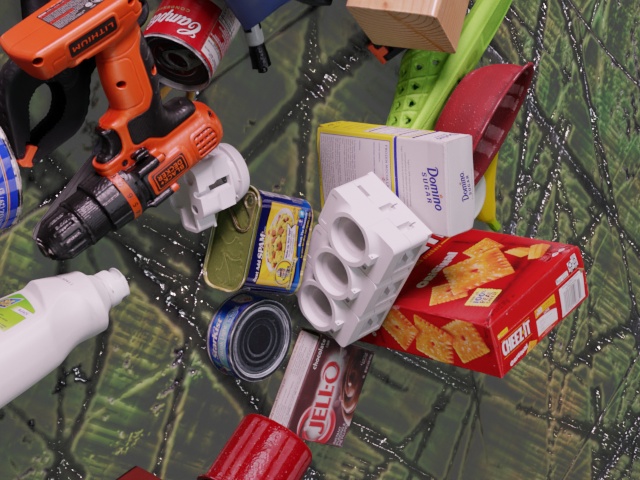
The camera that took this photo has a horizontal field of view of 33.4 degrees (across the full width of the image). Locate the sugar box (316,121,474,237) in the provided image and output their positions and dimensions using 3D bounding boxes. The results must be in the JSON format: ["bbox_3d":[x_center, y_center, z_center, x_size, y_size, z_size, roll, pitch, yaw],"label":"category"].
[{"bbox_3d":[0.071,-0.064,1.045,0.048,0.177,0.093,-19,113,-41],"label":"sugar box"}]

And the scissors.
[{"bbox_3d":[-0.183,-0.095,0.894,0.201,0.016,0.096,-42,125,-31],"label":"scissors"}]

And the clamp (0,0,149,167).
[{"bbox_3d":[-0.202,-0.139,0.848,0.120,0.039,0.171,11,97,-38],"label":"clamp"}]

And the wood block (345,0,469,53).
[{"bbox_3d":[0.103,-0.295,1.014,0.090,0.090,0.206,33,70,-67],"label":"wood block"}]

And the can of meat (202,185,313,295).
[{"bbox_3d":[-0.057,0.001,1.019,0.083,0.058,0.102,9,93,-48],"label":"can of meat"}]

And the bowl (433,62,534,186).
[{"bbox_3d":[0.163,-0.126,1.126,0.162,0.055,0.162,-54,165,-22],"label":"bowl"}]

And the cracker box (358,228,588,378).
[{"bbox_3d":[0.144,0.053,1.122,0.163,0.214,0.072,-35,121,-35],"label":"cracker box"}]

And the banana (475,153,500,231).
[{"bbox_3d":[0.199,-0.107,1.270,0.069,0.037,0.198,-13,111,-62],"label":"banana"}]

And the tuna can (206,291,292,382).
[{"bbox_3d":[-0.068,0.095,1.046,0.085,0.034,0.086,-13,109,-43],"label":"tuna can"}]

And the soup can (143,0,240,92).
[{"bbox_3d":[-0.104,-0.186,0.902,0.068,0.069,0.102,49,53,-40],"label":"soup can"}]

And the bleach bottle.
[{"bbox_3d":[-0.249,0.088,0.810,0.250,0.103,0.068,-30,125,-36],"label":"bleach bottle"}]

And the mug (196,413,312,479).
[{"bbox_3d":[-0.061,0.231,1.058,0.081,0.093,0.117,-56,164,-27],"label":"mug"}]

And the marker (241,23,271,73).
[{"bbox_3d":[-0.067,-0.212,0.982,0.020,0.020,0.121,-34,122,-35],"label":"marker"}]

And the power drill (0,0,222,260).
[{"bbox_3d":[-0.173,-0.094,0.829,0.184,0.057,0.187,-43,140,-22],"label":"power drill"}]

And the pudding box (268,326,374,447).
[{"bbox_3d":[0.001,0.156,1.127,0.089,0.039,0.113,23,83,-45],"label":"pudding box"}]
